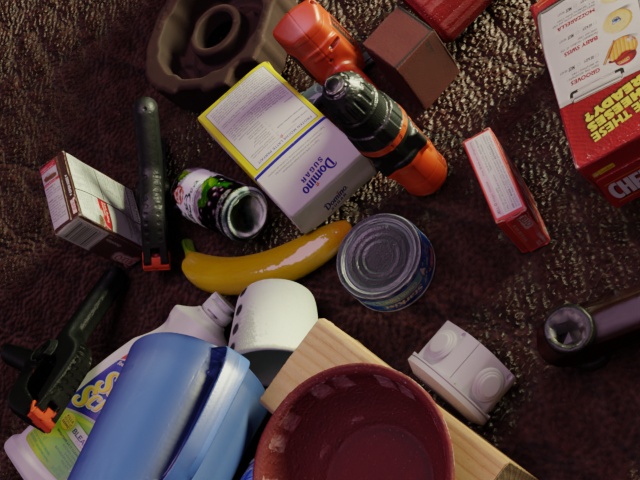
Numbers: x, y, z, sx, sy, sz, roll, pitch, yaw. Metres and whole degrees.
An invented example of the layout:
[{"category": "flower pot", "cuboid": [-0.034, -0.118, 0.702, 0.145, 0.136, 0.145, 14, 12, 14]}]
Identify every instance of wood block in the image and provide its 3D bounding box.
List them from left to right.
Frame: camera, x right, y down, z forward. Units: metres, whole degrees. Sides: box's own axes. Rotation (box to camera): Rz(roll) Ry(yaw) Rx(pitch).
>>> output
[{"category": "wood block", "cuboid": [0.062, 0.162, 0.863, 0.206, 0.090, 0.090, 35, 88, 36]}]

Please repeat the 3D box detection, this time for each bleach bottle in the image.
[{"category": "bleach bottle", "cuboid": [-0.182, 0.143, 1.023, 0.251, 0.068, 0.103, -46, 63, 1]}]

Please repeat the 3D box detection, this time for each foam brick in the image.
[{"category": "foam brick", "cuboid": [0.087, -0.172, 1.007, 0.053, 0.078, 0.051, -47, 54, 0]}]

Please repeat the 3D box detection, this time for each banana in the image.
[{"category": "banana", "cuboid": [-0.062, 0.019, 1.029, 0.198, 0.037, 0.069, -5, 67, 27]}]

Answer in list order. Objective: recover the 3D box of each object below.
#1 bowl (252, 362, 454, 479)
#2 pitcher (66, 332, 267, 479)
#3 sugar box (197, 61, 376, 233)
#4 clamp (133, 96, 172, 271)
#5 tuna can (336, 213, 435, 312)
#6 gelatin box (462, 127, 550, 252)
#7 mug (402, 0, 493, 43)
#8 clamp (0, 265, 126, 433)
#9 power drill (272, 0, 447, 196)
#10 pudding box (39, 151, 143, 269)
[{"category": "bowl", "cuboid": [0.032, 0.174, 0.784, 0.162, 0.055, 0.162, -12, 64, 26]}, {"category": "pitcher", "cuboid": [-0.138, 0.197, 0.855, 0.145, 0.149, 0.242, 5, 45, 21]}, {"category": "sugar box", "cuboid": [-0.035, -0.092, 1.034, 0.093, 0.048, 0.176, -41, 56, -2]}, {"category": "clamp", "cuboid": [-0.171, -0.057, 1.083, 0.039, 0.120, 0.171, -8, 66, 0]}, {"category": "tuna can", "cuboid": [0.058, 0.019, 0.963, 0.086, 0.033, 0.086, -12, 63, 24]}, {"category": "gelatin box", "cuboid": [0.159, -0.042, 0.910, 0.030, 0.073, 0.089, -28, 58, 16]}, {"category": "mug", "cuboid": [0.120, -0.248, 1.024, 0.081, 0.093, 0.117, -45, 24, 10]}, {"category": "clamp", "cuboid": [-0.254, 0.110, 1.047, 0.164, 0.036, 0.210, -39, 24, 5]}, {"category": "power drill", "cuboid": [0.026, -0.136, 0.963, 0.057, 0.184, 0.188, -38, 53, 10]}, {"category": "pudding box", "cuboid": [-0.231, -0.030, 1.098, 0.039, 0.113, 0.090, -34, 56, 15]}]
